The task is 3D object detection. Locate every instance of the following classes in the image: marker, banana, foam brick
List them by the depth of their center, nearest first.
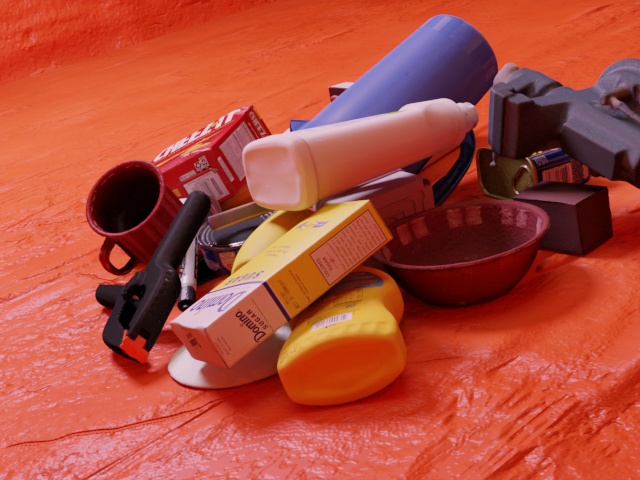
[{"bbox_3d":[0.229,-0.023,1.010,0.051,0.053,0.078,-25,23,-34],"label":"foam brick"},{"bbox_3d":[-0.133,0.029,1.078,0.020,0.020,0.121,-11,39,4],"label":"marker"},{"bbox_3d":[-0.096,-0.080,1.403,0.070,0.037,0.197,-5,20,14],"label":"banana"}]

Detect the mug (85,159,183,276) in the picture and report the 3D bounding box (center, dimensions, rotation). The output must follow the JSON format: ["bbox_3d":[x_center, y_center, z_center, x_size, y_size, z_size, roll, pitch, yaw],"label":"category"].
[{"bbox_3d":[-0.193,-0.015,1.130,0.093,0.081,0.117,15,69,29],"label":"mug"}]

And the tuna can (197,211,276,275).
[{"bbox_3d":[-0.079,-0.001,1.080,0.086,0.034,0.086,-13,28,7],"label":"tuna can"}]

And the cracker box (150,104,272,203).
[{"bbox_3d":[-0.162,-0.086,1.346,0.164,0.072,0.213,-25,15,19],"label":"cracker box"}]

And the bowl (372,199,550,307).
[{"bbox_3d":[0.127,0.016,0.956,0.162,0.055,0.162,-11,19,4],"label":"bowl"}]

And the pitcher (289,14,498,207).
[{"bbox_3d":[0.098,-0.137,1.202,0.242,0.149,0.145,-45,28,-21],"label":"pitcher"}]

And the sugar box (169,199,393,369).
[{"bbox_3d":[-0.034,0.033,0.876,0.176,0.048,0.093,-36,13,-21],"label":"sugar box"}]

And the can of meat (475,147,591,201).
[{"bbox_3d":[0.235,-0.081,1.172,0.083,0.057,0.102,-18,19,-24],"label":"can of meat"}]

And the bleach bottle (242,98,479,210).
[{"bbox_3d":[0.055,-0.092,1.009,0.250,0.068,0.103,-19,12,-32],"label":"bleach bottle"}]

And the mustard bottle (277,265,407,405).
[{"bbox_3d":[0.020,0.065,0.876,0.096,0.058,0.191,-20,17,10],"label":"mustard bottle"}]

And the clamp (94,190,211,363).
[{"bbox_3d":[-0.173,0.054,1.014,0.165,0.036,0.210,-41,23,24],"label":"clamp"}]

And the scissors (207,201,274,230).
[{"bbox_3d":[-0.027,-0.043,1.057,0.201,0.016,0.096,-19,2,-29],"label":"scissors"}]
